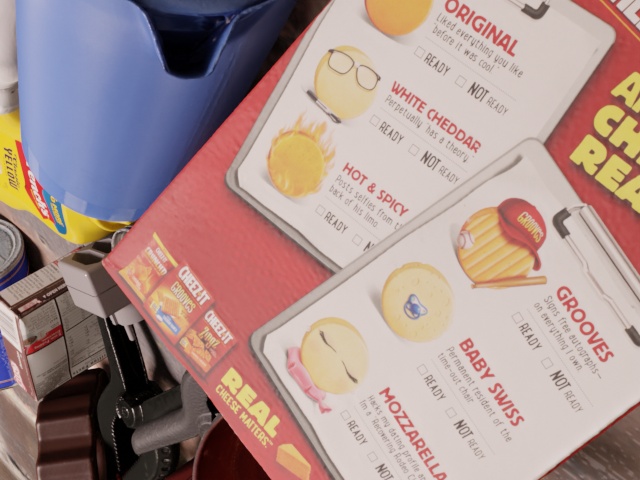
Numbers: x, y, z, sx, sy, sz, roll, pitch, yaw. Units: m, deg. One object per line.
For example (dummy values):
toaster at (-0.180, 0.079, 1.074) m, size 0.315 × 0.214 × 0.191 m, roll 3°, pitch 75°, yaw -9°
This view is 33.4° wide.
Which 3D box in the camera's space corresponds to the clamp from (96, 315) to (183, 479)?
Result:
clamp at (-0.152, 0.125, 0.882) m, size 0.165 × 0.036 × 0.210 m, roll 44°, pitch 133°, yaw 27°

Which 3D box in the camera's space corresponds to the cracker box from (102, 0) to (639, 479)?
cracker box at (0.049, -0.003, 0.372) m, size 0.214 × 0.072 × 0.164 m, roll -45°, pitch 77°, yaw 23°

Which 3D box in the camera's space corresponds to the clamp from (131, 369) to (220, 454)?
clamp at (-0.062, 0.138, 0.773) m, size 0.120 × 0.039 × 0.172 m, roll 31°, pitch 135°, yaw -5°

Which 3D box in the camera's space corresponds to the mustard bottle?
mustard bottle at (-0.188, -0.050, 0.782) m, size 0.192 × 0.058 × 0.096 m, roll 26°, pitch 126°, yaw 41°

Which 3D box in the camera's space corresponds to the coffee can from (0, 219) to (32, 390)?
coffee can at (-0.327, 0.063, 1.043) m, size 0.103 × 0.102 × 0.140 m, roll 33°, pitch 142°, yaw 36°

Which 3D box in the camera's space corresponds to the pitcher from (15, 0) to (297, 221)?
pitcher at (-0.089, -0.113, 0.529) m, size 0.145 × 0.149 × 0.243 m, roll 39°, pitch 152°, yaw 1°

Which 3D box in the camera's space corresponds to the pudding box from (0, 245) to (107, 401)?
pudding box at (-0.225, 0.073, 0.917) m, size 0.039 × 0.089 × 0.113 m, roll 36°, pitch 143°, yaw 29°
